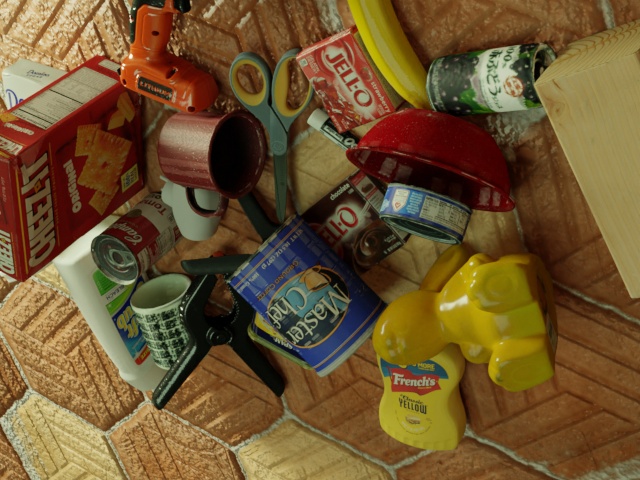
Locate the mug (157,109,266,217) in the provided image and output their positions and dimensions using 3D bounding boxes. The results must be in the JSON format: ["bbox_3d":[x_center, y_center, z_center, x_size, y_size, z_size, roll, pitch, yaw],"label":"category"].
[{"bbox_3d":[-0.118,-0.083,1.127,0.082,0.093,0.117,10,103,35],"label":"mug"}]

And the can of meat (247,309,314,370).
[{"bbox_3d":[-0.027,0.086,1.218,0.102,0.057,0.084,27,132,16],"label":"can of meat"}]

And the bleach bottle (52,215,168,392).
[{"bbox_3d":[-0.243,0.096,1.363,0.068,0.102,0.251,9,133,42],"label":"bleach bottle"}]

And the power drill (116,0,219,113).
[{"bbox_3d":[-0.136,-0.224,1.066,0.185,0.057,0.188,25,131,20],"label":"power drill"}]

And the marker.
[{"bbox_3d":[0.040,-0.089,1.066,0.121,0.020,0.020,38,136,6],"label":"marker"}]

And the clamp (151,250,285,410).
[{"bbox_3d":[-0.112,0.112,1.283,0.164,0.036,0.210,2,115,-17],"label":"clamp"}]

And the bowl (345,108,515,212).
[{"bbox_3d":[0.107,-0.078,0.969,0.162,0.055,0.162,18,174,2],"label":"bowl"}]

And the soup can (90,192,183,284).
[{"bbox_3d":[-0.210,-0.004,1.248,0.069,0.102,0.068,19,131,23],"label":"soup can"}]

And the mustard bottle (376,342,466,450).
[{"bbox_3d":[0.109,0.139,1.161,0.096,0.058,0.192,14,128,26],"label":"mustard bottle"}]

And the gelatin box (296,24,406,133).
[{"bbox_3d":[0.029,-0.154,1.017,0.073,0.030,0.089,-17,111,42],"label":"gelatin box"}]

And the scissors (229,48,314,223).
[{"bbox_3d":[-0.059,-0.112,1.098,0.096,0.016,0.202,20,126,2],"label":"scissors"}]

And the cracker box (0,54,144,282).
[{"bbox_3d":[-0.280,-0.080,1.160,0.072,0.213,0.164,23,132,20],"label":"cracker box"}]

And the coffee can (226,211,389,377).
[{"bbox_3d":[-0.012,0.055,1.099,0.140,0.102,0.103,45,136,-2],"label":"coffee can"}]

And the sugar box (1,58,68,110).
[{"bbox_3d":[-0.324,-0.122,1.281,0.093,0.048,0.176,19,132,23],"label":"sugar box"}]

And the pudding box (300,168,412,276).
[{"bbox_3d":[0.035,-0.015,1.111,0.090,0.039,0.114,47,136,-4],"label":"pudding box"}]

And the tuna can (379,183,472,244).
[{"bbox_3d":[0.101,-0.025,1.026,0.086,0.034,0.086,19,174,2],"label":"tuna can"}]

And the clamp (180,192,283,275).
[{"bbox_3d":[-0.058,0.001,1.172,0.171,0.039,0.120,18,93,3],"label":"clamp"}]

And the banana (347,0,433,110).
[{"bbox_3d":[0.055,-0.205,0.947,0.070,0.037,0.198,25,140,52],"label":"banana"}]
